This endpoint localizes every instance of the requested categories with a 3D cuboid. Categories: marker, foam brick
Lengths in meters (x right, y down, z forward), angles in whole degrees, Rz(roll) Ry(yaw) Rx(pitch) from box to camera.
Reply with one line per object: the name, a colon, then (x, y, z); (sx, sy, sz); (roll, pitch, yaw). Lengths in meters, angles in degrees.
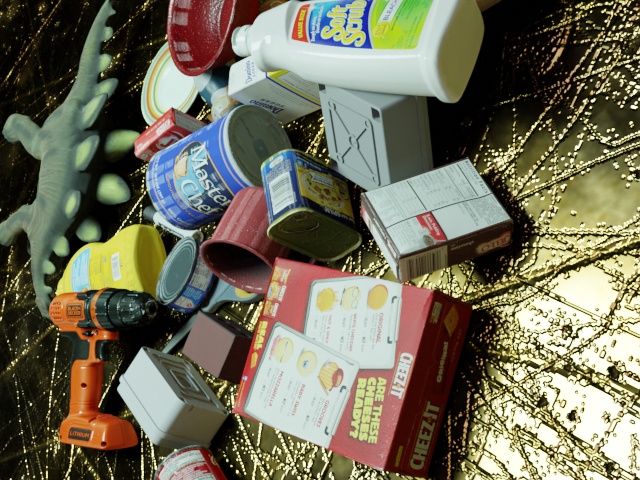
marker: (-0.184, -0.020, 1.315); (0.121, 0.020, 0.020); (26, 93, 48)
foam brick: (-0.102, 0.117, 1.151); (0.078, 0.052, 0.051); (26, 93, 47)

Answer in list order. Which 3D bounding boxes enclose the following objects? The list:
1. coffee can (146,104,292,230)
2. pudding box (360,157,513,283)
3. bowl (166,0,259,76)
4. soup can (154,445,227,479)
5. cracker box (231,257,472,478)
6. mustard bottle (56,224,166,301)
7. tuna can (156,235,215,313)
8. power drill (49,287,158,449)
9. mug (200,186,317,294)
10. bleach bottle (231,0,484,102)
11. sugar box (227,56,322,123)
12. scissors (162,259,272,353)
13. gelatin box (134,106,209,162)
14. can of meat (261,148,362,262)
coffee can: (-0.114, -0.080, 1.206); (0.141, 0.102, 0.103); (-22, 59, 39)
pudding box: (0.104, -0.020, 0.963); (0.113, 0.039, 0.090); (-17, 48, -11)
bowl: (-0.118, -0.267, 1.246); (0.162, 0.055, 0.162); (-10, 77, 53)
soup can: (-0.121, 0.270, 1.097); (0.068, 0.068, 0.102); (-55, 44, 14)
cracker box: (0.025, 0.115, 1.008); (0.214, 0.072, 0.164); (10, 82, 46)
mustard bottle: (-0.274, 0.048, 1.350); (0.192, 0.058, 0.096); (-18, 75, 40)
tuna can: (-0.154, 0.040, 1.235); (0.086, 0.033, 0.086); (-41, 36, 38)
power drill: (-0.254, 0.149, 1.262); (0.185, 0.057, 0.187); (-4, 84, 45)
mug: (-0.057, 0.001, 1.126); (0.117, 0.093, 0.081); (20, 59, 10)
bleach bottle: (0.021, -0.183, 1.002); (0.251, 0.068, 0.102); (6, 60, 33)
sugar box: (-0.008, -0.184, 1.147); (0.177, 0.093, 0.048); (-15, 63, 41)
scissors: (-0.113, 0.077, 1.206); (0.202, 0.016, 0.096); (-57, 43, 12)
gelatin box: (-0.167, -0.116, 1.285); (0.073, 0.089, 0.030); (-34, 52, 32)
can of meat: (-0.011, -0.037, 1.085); (0.058, 0.101, 0.084); (-34, 50, 31)
